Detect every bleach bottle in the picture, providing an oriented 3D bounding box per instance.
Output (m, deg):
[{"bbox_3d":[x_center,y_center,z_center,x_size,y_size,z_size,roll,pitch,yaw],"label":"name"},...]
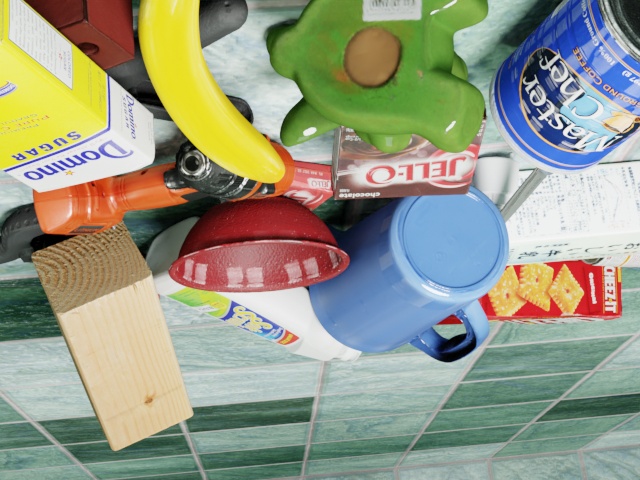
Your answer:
[{"bbox_3d":[-0.054,0.064,1.095,0.250,0.068,0.103,29,152,-28],"label":"bleach bottle"}]

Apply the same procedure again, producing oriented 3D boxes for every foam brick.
[{"bbox_3d":[-0.162,-0.133,0.658,0.078,0.051,0.053,-14,158,22],"label":"foam brick"}]

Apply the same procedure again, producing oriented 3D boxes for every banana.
[{"bbox_3d":[-0.074,-0.104,0.683,0.069,0.037,0.198,-5,136,8],"label":"banana"}]

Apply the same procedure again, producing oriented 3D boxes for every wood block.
[{"bbox_3d":[-0.195,0.094,1.018,0.090,0.090,0.206,-23,136,-15],"label":"wood block"}]

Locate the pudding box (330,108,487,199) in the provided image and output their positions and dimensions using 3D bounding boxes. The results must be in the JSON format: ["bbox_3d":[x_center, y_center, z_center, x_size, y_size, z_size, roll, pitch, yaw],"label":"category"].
[{"bbox_3d":[0.066,-0.073,0.829,0.113,0.039,0.090,-1,143,-4],"label":"pudding box"}]

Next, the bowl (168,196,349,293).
[{"bbox_3d":[-0.056,0.001,0.956,0.162,0.055,0.162,-4,162,-2],"label":"bowl"}]

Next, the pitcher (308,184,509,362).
[{"bbox_3d":[0.088,0.032,0.994,0.149,0.145,0.243,3,167,-14],"label":"pitcher"}]

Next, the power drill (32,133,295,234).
[{"bbox_3d":[-0.127,-0.045,0.842,0.188,0.057,0.184,-8,178,16],"label":"power drill"}]

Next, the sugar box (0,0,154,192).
[{"bbox_3d":[-0.180,-0.084,0.644,0.093,0.048,0.176,-12,157,17],"label":"sugar box"}]

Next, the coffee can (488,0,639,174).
[{"bbox_3d":[0.192,-0.119,0.723,0.102,0.103,0.140,2,158,-21],"label":"coffee can"}]

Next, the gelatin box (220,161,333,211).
[{"bbox_3d":[-0.039,-0.043,0.970,0.073,0.030,0.089,7,157,-31],"label":"gelatin box"}]

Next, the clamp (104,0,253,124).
[{"bbox_3d":[-0.143,-0.113,0.739,0.209,0.036,0.165,-6,159,-11],"label":"clamp"}]

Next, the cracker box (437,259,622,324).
[{"bbox_3d":[0.202,0.058,1.185,0.213,0.072,0.164,4,174,-34],"label":"cracker box"}]

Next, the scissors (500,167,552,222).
[{"bbox_3d":[0.212,-0.073,0.899,0.096,0.016,0.202,-9,144,-21],"label":"scissors"}]

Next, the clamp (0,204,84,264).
[{"bbox_3d":[-0.267,0.006,1.027,0.172,0.039,0.120,-24,157,40],"label":"clamp"}]
